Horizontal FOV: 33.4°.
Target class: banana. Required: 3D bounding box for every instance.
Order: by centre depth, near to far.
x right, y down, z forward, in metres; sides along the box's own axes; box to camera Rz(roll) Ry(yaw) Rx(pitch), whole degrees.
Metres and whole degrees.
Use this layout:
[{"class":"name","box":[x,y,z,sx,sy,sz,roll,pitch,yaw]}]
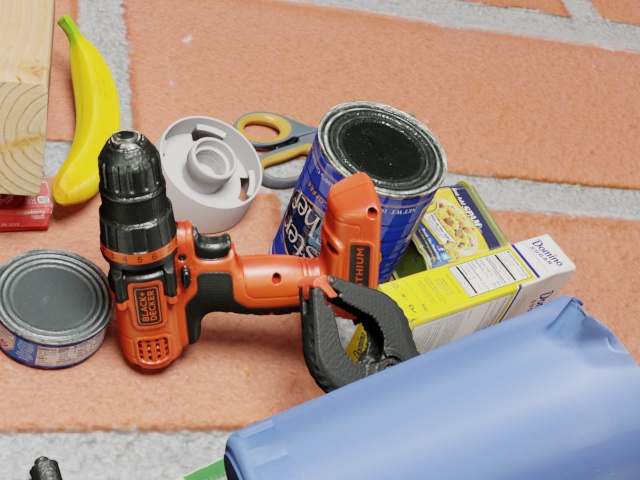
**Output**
[{"class":"banana","box":[-0.194,-0.096,0.877,0.069,0.037,0.198,29,39,-42]}]

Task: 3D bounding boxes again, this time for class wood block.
[{"class":"wood block","box":[-0.252,-0.126,0.816,0.090,0.090,0.206,4,32,-15]}]

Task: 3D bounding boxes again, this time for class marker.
[{"class":"marker","box":[-0.153,0.185,0.653,0.020,0.020,0.121,-10,53,-30]}]

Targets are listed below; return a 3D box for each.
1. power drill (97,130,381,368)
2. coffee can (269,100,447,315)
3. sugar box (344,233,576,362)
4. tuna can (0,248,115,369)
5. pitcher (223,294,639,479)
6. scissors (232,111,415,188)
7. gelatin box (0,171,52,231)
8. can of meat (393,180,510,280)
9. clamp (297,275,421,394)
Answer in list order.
[{"class":"power drill","box":[-0.055,0.001,0.728,0.187,0.184,0.057,-5,38,-7]},{"class":"coffee can","box":[0.026,-0.023,0.837,0.102,0.140,0.103,12,45,-12]},{"class":"sugar box","box":[0.109,0.055,0.832,0.175,0.093,0.048,-17,57,-35]},{"class":"tuna can","box":[-0.191,0.048,0.756,0.086,0.034,0.086,12,45,-12]},{"class":"pitcher","box":[0.071,0.139,0.652,0.242,0.145,0.149,-17,85,-14]},{"class":"scissors","box":[-0.001,-0.106,0.994,0.096,0.016,0.201,39,46,16]},{"class":"gelatin box","box":[-0.251,-0.047,0.824,0.073,0.030,0.089,-2,49,-24]},{"class":"can of meat","box":[0.101,0.001,0.907,0.083,0.057,0.102,-8,52,-26]},{"class":"clamp","box":[0.049,0.088,0.726,0.120,0.039,0.171,-34,104,-31]}]
